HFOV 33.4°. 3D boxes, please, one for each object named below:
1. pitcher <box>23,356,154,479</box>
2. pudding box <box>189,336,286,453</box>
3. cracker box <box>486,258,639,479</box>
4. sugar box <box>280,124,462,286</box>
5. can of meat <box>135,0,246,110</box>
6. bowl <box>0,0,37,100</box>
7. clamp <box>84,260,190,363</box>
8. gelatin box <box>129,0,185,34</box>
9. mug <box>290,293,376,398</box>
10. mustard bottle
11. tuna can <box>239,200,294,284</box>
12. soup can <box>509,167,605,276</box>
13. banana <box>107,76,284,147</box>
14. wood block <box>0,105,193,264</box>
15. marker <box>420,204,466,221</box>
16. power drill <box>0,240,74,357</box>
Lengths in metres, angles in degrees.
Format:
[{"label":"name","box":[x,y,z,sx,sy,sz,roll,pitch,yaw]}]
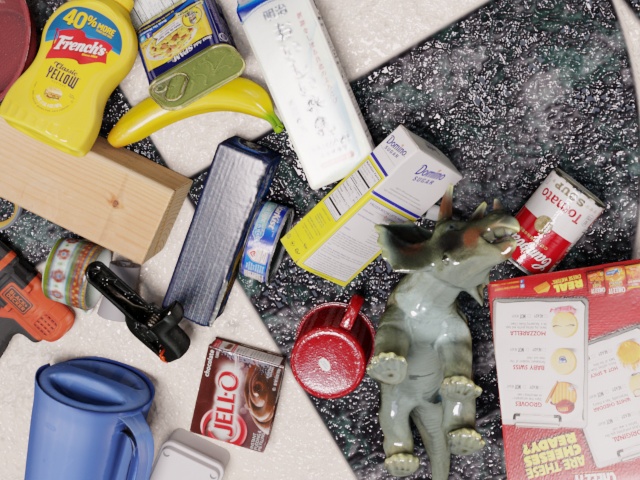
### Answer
[{"label":"pitcher","box":[-0.268,0.267,1.207,0.145,0.149,0.243,12,107,-7]},{"label":"pudding box","box":[-0.092,0.175,1.211,0.090,0.039,0.113,15,104,5]},{"label":"cracker box","box":[0.259,0.136,1.043,0.164,0.072,0.214,-11,74,23]},{"label":"sugar box","box":[0.052,-0.033,1.098,0.176,0.093,0.048,-45,53,15]},{"label":"can of meat","box":[-0.138,-0.198,1.108,0.102,0.057,0.084,-28,60,11]},{"label":"bowl","box":[-0.358,-0.209,1.139,0.162,0.055,0.162,-1,87,25]},{"label":"clamp","box":[-0.175,0.089,1.145,0.120,0.171,0.039,27,70,31]},{"label":"gelatin box","box":[-0.178,-0.268,1.130,0.089,0.030,0.073,-28,99,12]},{"label":"mug","box":[0.018,0.112,1.160,0.093,0.081,0.117,29,105,1]},{"label":"mustard bottle","box":[-0.241,-0.188,1.089,0.096,0.058,0.191,24,80,7]},{"label":"tuna can","box":[-0.058,0.001,1.145,0.034,0.086,0.086,18,104,5]},{"label":"soup can","box":[0.238,-0.016,1.109,0.068,0.068,0.102,37,104,-2]},{"label":"banana","box":[-0.134,-0.141,1.138,0.198,0.037,0.069,-5,57,15]},{"label":"wood block","box":[-0.257,-0.064,1.156,0.206,0.090,0.091,26,103,2]},{"label":"marker","box":[0.097,-0.037,1.149,0.121,0.020,0.020,16,104,4]},{"label":"power drill","box":[-0.403,0.085,1.219,0.188,0.057,0.184,-41,100,15]}]
